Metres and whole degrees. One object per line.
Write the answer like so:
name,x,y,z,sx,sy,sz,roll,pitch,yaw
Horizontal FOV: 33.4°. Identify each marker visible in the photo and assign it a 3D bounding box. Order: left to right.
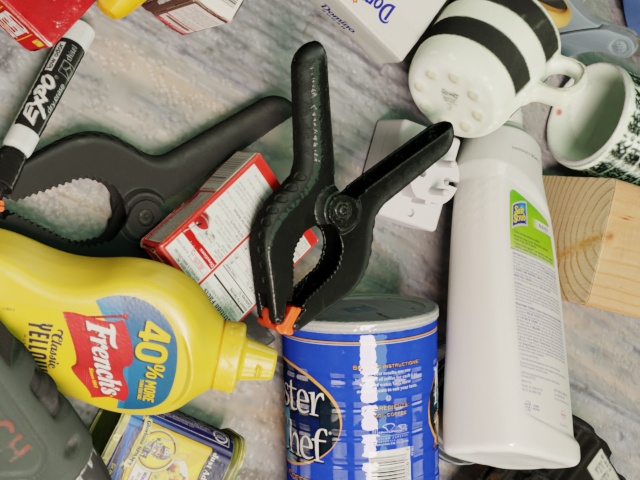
marker,-0.161,-0.076,0.611,0.020,0.020,0.121,33,61,-24

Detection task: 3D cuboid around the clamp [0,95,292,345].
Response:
clamp,-0.108,-0.006,0.656,0.209,0.036,0.164,-4,97,-28

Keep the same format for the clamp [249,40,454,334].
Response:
clamp,0.015,-0.022,0.649,0.120,0.039,0.171,17,92,-23

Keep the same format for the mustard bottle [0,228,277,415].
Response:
mustard bottle,-0.120,0.053,0.604,0.191,0.058,0.096,11,119,-5

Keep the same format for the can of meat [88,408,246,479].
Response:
can of meat,-0.108,0.151,0.662,0.083,0.058,0.102,28,83,-23

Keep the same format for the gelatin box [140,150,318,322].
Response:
gelatin box,-0.054,0.001,0.650,0.089,0.030,0.073,-46,119,-21

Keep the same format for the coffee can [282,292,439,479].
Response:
coffee can,0.027,0.111,0.695,0.102,0.103,0.140,-5,98,-25

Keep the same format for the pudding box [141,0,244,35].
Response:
pudding box,-0.054,-0.180,0.634,0.039,0.090,0.113,34,81,-23

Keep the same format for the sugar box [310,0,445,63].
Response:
sugar box,0.064,-0.214,0.711,0.093,0.048,0.176,41,82,-23

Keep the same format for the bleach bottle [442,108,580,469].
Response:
bleach bottle,0.129,0.024,0.730,0.102,0.068,0.251,24,62,-48
